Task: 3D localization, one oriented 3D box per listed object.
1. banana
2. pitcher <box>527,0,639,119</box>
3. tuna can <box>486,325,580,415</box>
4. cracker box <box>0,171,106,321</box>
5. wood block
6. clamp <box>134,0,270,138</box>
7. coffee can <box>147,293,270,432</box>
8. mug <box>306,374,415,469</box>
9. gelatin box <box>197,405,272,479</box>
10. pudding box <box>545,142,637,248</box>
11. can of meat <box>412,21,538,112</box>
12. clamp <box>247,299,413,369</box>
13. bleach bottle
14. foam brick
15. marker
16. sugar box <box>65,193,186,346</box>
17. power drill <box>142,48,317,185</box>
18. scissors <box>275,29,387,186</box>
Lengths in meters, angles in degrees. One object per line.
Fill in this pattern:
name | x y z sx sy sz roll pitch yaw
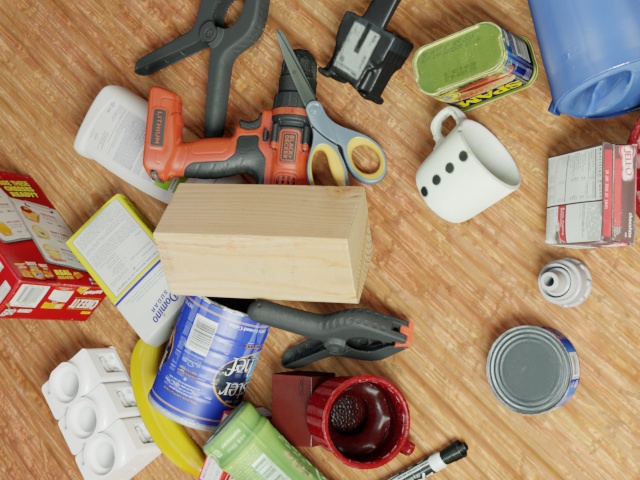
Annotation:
banana | -0.186 0.192 1.265 0.070 0.037 0.198 -25 74 28
pitcher | 0.255 -0.244 0.974 0.149 0.145 0.243 -15 75 6
tuna can | 0.207 0.125 1.033 0.086 0.033 0.086 -2 86 31
cracker box | -0.382 0.004 1.323 0.072 0.164 0.214 -49 65 17
wood block | -0.057 0.002 1.122 0.206 0.090 0.090 2 130 15
clamp | -0.130 -0.240 1.259 0.165 0.036 0.210 36 102 30
coffee can | -0.122 0.128 1.192 0.103 0.102 0.140 26 100 30
mug | 0.044 0.187 1.093 0.093 0.117 0.082 -63 14 -11
gelatin box | -0.091 0.231 1.183 0.030 0.073 0.089 25 99 29
pudding box | 0.247 -0.039 0.980 0.114 0.039 0.090 174 100 -74
can of meat | 0.152 -0.172 1.056 0.102 0.083 0.057 -19 77 29
clamp | 0.015 0.105 1.130 0.172 0.120 0.039 5 62 15
bleach bottle | -0.178 -0.084 1.265 0.251 0.068 0.103 36 106 25
foam brick | -0.018 0.182 1.156 0.053 0.051 0.078 0 87 30
marker | 0.102 0.238 1.098 0.121 0.020 0.020 -35 70 25
sugar box | -0.219 0.035 1.281 0.093 0.048 0.176 -44 68 3
power drill | -0.097 -0.128 1.183 0.188 0.057 0.184 4 79 6
scissors | 0.014 -0.135 1.145 0.096 0.016 0.202 -9 87 -3
